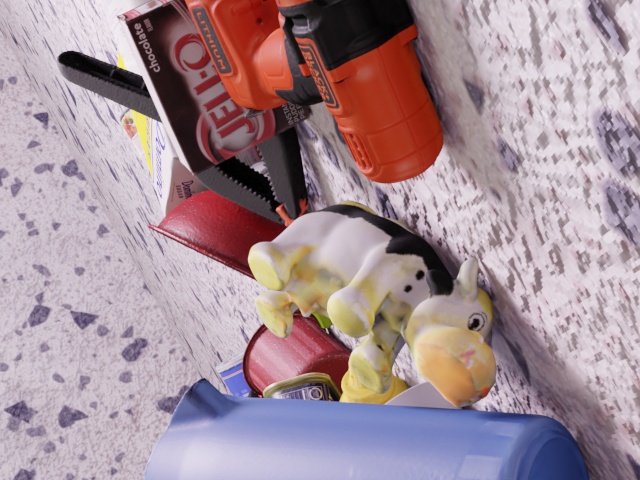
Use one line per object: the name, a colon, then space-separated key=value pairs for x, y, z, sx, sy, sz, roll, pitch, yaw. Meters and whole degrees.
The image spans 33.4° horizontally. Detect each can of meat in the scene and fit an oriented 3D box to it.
can of meat: x=-0.003 y=0.168 z=0.876 sx=0.102 sy=0.057 sz=0.084 roll=62 pitch=-167 yaw=-59

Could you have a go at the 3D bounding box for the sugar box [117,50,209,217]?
sugar box: x=-0.135 y=-0.114 z=0.924 sx=0.093 sy=0.048 sz=0.176 roll=109 pitch=148 yaw=-55

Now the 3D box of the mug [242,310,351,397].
mug: x=-0.007 y=0.129 z=0.987 sx=0.117 sy=0.093 sz=0.082 roll=49 pitch=172 yaw=-37

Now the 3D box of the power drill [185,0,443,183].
power drill: x=-0.019 y=-0.125 z=0.555 sx=0.184 sy=0.057 sz=0.188 roll=66 pitch=166 yaw=-22

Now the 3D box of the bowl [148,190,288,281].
bowl: x=-0.056 y=0.001 z=0.866 sx=0.162 sy=0.055 sz=0.162 roll=26 pitch=177 yaw=1

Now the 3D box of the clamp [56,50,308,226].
clamp: x=-0.075 y=-0.100 z=0.766 sx=0.210 sy=0.036 sz=0.165 roll=45 pitch=131 yaw=-11

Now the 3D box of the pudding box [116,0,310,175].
pudding box: x=-0.069 y=-0.112 z=0.697 sx=0.039 sy=0.090 sz=0.113 roll=35 pitch=151 yaw=63

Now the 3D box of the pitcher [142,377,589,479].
pitcher: x=0.028 y=0.163 z=0.615 sx=0.243 sy=0.145 sz=0.149 roll=-6 pitch=152 yaw=37
